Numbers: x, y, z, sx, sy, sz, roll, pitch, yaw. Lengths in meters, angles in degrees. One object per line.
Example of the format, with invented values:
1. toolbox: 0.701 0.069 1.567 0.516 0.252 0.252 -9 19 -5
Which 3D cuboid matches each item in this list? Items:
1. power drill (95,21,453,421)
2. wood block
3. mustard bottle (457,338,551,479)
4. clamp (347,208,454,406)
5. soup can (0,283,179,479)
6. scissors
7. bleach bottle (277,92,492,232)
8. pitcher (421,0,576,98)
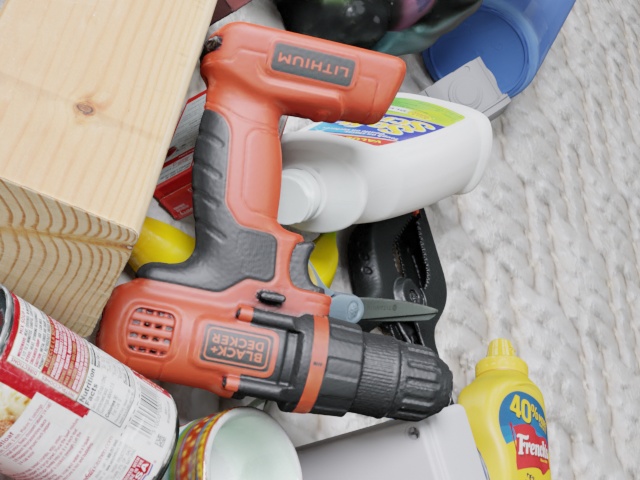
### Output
1. power drill: -0.008 -0.007 0.547 0.184 0.057 0.187 12 81 -13
2. wood block: -0.114 -0.072 0.512 0.090 0.090 0.206 22 48 -13
3. mustard bottle: 0.136 0.159 0.783 0.096 0.058 0.191 38 43 -39
4. clamp: 0.046 0.045 0.744 0.164 0.036 0.210 33 46 -36
5. soup can: -0.119 0.072 0.466 0.102 0.069 0.068 40 42 -35
6. scissors: 0.004 0.058 0.642 0.201 0.016 0.096 30 76 -47
7. bleach bottle: 0.034 -0.048 0.699 0.250 0.103 0.068 -31 135 -64
8. pitcher: 0.173 -0.241 1.013 0.149 0.145 0.242 30 43 1
